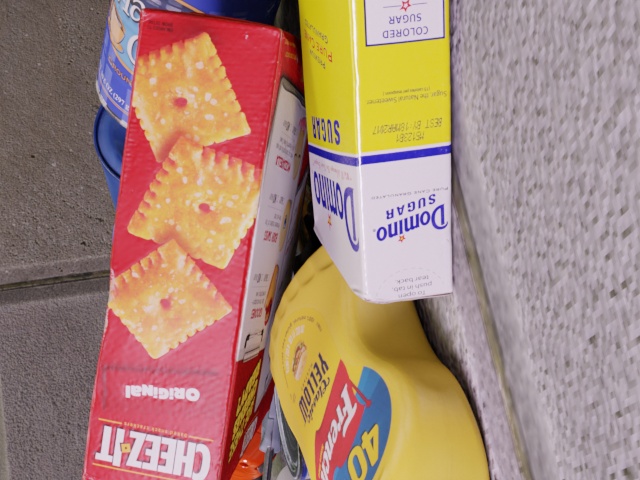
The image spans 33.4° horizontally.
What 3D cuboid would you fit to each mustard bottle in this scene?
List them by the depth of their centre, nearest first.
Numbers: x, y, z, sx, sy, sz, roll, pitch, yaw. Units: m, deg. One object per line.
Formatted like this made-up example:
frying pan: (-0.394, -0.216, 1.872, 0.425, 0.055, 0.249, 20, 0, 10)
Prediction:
mustard bottle: (0.027, 0.088, 0.459, 0.192, 0.058, 0.096, -115, 41, -53)

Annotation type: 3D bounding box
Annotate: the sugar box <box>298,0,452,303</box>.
sugar box: (0.020, -0.071, 0.436, 0.093, 0.048, 0.176, -123, 29, -65)

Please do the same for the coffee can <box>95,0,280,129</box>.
coffee can: (-0.079, -0.143, 0.659, 0.140, 0.102, 0.103, 113, 149, -46)

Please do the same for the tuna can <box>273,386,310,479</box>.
tuna can: (-0.008, 0.115, 0.711, 0.086, 0.033, 0.086, 173, 90, -78)

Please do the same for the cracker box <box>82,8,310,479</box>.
cracker box: (-0.053, 0.001, 0.535, 0.164, 0.072, 0.214, -46, -34, -80)
